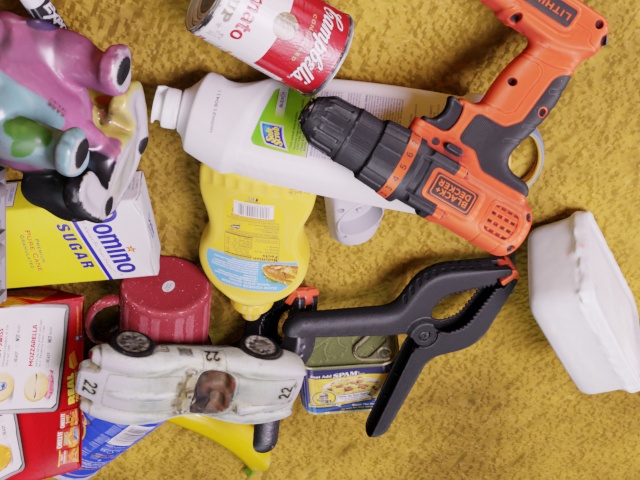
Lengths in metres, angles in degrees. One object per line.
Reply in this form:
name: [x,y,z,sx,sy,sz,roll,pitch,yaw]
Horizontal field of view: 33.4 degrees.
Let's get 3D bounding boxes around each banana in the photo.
banana: [-0.111,0.204,1.134,0.070,0.037,0.197,-30,129,22]

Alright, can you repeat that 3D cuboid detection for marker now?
marker: [-0.196,-0.160,0.760,0.020,0.020,0.121,-11,151,8]

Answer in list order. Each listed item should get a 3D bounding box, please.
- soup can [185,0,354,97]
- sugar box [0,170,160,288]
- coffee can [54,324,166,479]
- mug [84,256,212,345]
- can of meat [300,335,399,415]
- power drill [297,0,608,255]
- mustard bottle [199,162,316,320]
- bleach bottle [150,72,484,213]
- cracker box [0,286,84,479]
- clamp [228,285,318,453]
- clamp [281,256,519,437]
soup can: [-0.036,-0.155,0.762,0.102,0.068,0.069,26,128,-26]
sugar box: [-0.232,-0.006,0.915,0.176,0.048,0.093,-4,134,2]
coffee can: [-0.212,0.159,1.038,0.102,0.103,0.140,33,124,-30]
mug: [-0.153,0.069,0.962,0.117,0.093,0.081,-1,130,-12]
can of meat: [0.026,0.126,1.051,0.102,0.057,0.084,-4,136,0]
power drill: [0.101,-0.106,0.759,0.184,0.057,0.188,30,95,-9]
mustard bottle: [-0.056,0.001,0.921,0.096,0.058,0.192,8,134,1]
bleach bottle: [-0.003,-0.087,0.824,0.250,0.102,0.068,11,158,-5]
cracker box: [-0.306,0.132,0.906,0.072,0.164,0.213,8,-171,40]
clamp: [-0.058,0.104,1.016,0.039,0.120,0.172,-7,128,-53]
clamp: [0.080,0.074,0.962,0.210,0.036,0.164,-39,121,10]
